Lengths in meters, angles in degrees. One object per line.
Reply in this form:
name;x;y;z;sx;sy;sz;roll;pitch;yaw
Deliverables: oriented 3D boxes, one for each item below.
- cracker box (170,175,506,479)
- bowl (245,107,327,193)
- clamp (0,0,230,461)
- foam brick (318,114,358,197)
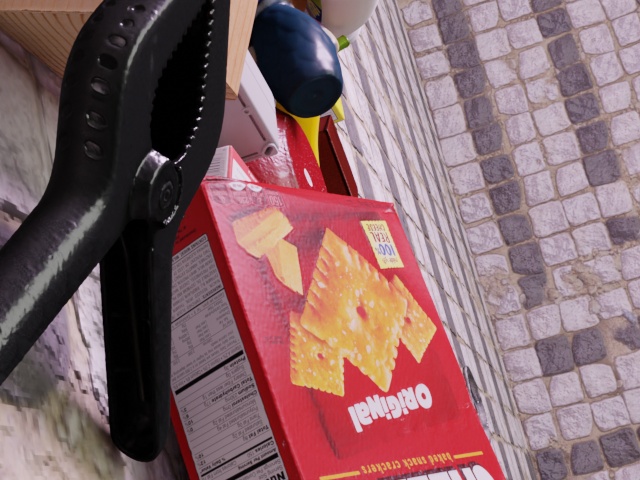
cracker box;0.007;0.078;0.529;0.163;0.072;0.214;7;56;-51
bowl;-0.033;-0.037;0.751;0.162;0.055;0.162;-18;90;-78
clamp;-0.071;-0.013;0.400;0.164;0.036;0.210;55;50;-67
foam brick;-0.003;-0.062;0.931;0.053;0.051;0.078;-79;149;-68
